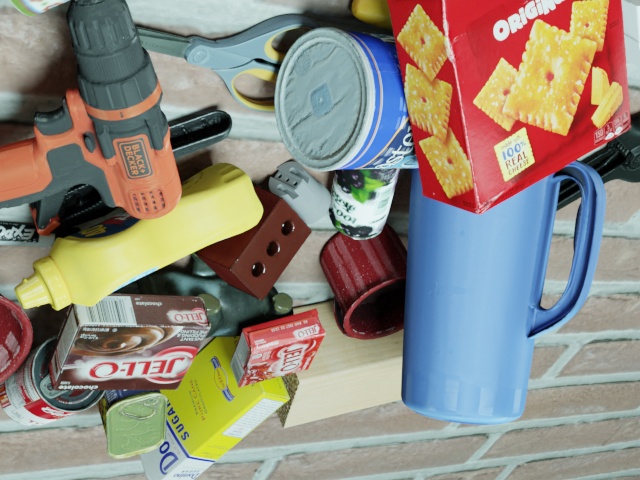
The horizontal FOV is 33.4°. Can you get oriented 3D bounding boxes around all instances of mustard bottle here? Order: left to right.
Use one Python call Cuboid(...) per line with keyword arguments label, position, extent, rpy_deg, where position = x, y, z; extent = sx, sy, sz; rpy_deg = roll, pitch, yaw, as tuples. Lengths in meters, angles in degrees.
Cuboid(label="mustard bottle", position=(-0.144, 0.003, 0.825), extent=(0.191, 0.096, 0.058), rpy_deg=(-28, 104, -21))

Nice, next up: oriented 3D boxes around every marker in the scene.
Cuboid(label="marker", position=(-0.243, -0.004, 0.843), extent=(0.120, 0.020, 0.020), rpy_deg=(4, 135, -36))

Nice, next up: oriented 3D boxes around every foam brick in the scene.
Cuboid(label="foam brick", position=(-0.056, 0.001, 0.904), extent=(0.078, 0.051, 0.053), rpy_deg=(-55, 133, -14))

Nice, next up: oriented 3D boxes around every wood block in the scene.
Cuboid(label="wood block", position=(0.047, 0.116, 1.122), extent=(0.205, 0.090, 0.091), rpy_deg=(-10, 142, -22))

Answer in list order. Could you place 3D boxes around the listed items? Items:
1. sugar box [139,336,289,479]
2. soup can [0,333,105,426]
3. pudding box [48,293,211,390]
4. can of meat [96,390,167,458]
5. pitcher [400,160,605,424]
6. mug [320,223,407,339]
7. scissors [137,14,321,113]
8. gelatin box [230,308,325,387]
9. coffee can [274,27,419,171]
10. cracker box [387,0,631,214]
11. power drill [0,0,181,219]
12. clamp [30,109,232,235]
Cuboid(label="sugar box", position=(-0.117, 0.171, 1.085), extent=(0.176, 0.093, 0.048), rpy_deg=(-42, 142, 20))
Cuboid(label="soup can", position=(-0.237, 0.124, 0.939), extent=(0.068, 0.068, 0.102), rpy_deg=(2, 163, -34))
Cuboid(label="pudding box", position=(-0.158, 0.085, 0.877), extent=(0.113, 0.039, 0.090), rpy_deg=(5, 135, -27))
Cuboid(label="can of meat", position=(-0.185, 0.144, 1.014), extent=(0.057, 0.084, 0.102), rpy_deg=(-12, 143, -19))
Cuboid(label="pitcher", position=(0.143, 0.032, 0.919), extent=(0.145, 0.149, 0.243), rpy_deg=(5, 93, -14))
Cuboid(label="mug", position=(0.046, 0.044, 1.033), extent=(0.093, 0.081, 0.117), rpy_deg=(0, 137, -32))
Cuboid(label="scissors", position=(-0.071, -0.147, 0.769), extent=(0.096, 0.016, 0.201), rpy_deg=(-43, 143, 19))
Cuboid(label="gelatin box", position=(-0.040, 0.101, 0.989), extent=(0.073, 0.030, 0.089), rpy_deg=(-13, 156, -20))
Cuboid(label="coffee can", position=(0.051, -0.105, 0.810), extent=(0.140, 0.103, 0.103), rpy_deg=(-4, 140, -41))
Cuboid(label="cracker box", position=(0.134, -0.149, 0.741), extent=(0.164, 0.072, 0.214), rpy_deg=(-27, 120, -27))
Cuboid(label="power drill", position=(-0.196, -0.076, 0.712), extent=(0.187, 0.057, 0.184), rpy_deg=(-10, 134, 0))
Cuboid(label="clamp", position=(-0.150, -0.062, 0.811), extent=(0.120, 0.039, 0.172), rpy_deg=(21, 129, -41))
